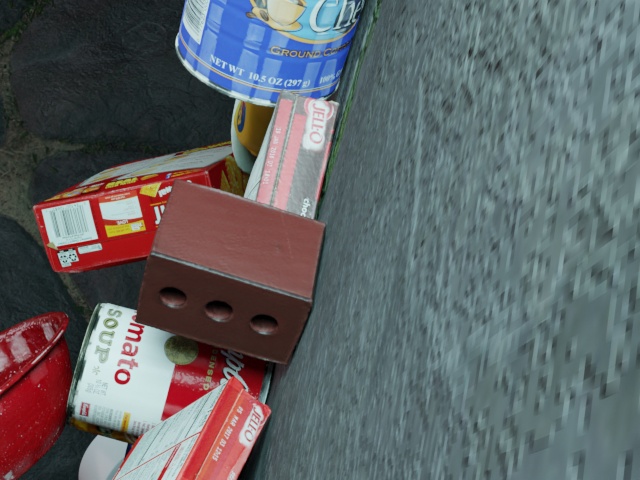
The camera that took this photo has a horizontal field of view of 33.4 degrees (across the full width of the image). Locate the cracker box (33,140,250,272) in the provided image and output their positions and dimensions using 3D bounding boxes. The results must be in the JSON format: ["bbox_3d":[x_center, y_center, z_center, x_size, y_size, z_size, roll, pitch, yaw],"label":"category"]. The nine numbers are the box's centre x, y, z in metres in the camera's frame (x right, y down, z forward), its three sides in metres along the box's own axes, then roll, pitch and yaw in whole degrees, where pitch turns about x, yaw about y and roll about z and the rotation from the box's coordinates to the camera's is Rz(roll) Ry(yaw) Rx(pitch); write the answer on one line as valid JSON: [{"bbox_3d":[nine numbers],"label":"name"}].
[{"bbox_3d":[-0.146,-0.038,1.006,0.213,0.164,0.072,-55,-47,-74],"label":"cracker box"}]

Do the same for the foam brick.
[{"bbox_3d":[-0.043,0.015,0.503,0.053,0.078,0.051,111,173,-47],"label":"foam brick"}]

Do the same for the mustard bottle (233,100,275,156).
[{"bbox_3d":[-0.034,-0.124,0.864,0.192,0.058,0.096,114,170,-60],"label":"mustard bottle"}]

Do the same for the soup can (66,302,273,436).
[{"bbox_3d":[-0.083,0.079,0.597,0.068,0.102,0.068,-166,91,-85],"label":"soup can"}]

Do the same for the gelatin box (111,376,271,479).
[{"bbox_3d":[-0.071,0.115,0.524,0.089,0.030,0.073,-34,17,37],"label":"gelatin box"}]

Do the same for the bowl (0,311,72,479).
[{"bbox_3d":[-0.199,0.108,0.608,0.162,0.055,0.162,-29,14,8],"label":"bowl"}]

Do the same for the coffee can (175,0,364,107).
[{"bbox_3d":[-0.019,-0.161,0.603,0.102,0.102,0.140,-83,9,-53],"label":"coffee can"}]

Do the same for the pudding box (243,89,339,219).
[{"bbox_3d":[-0.024,-0.020,0.611,0.114,0.039,0.090,124,161,-67],"label":"pudding box"}]
